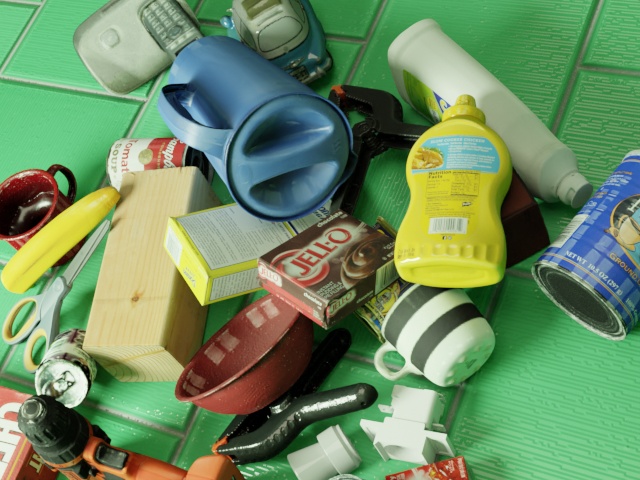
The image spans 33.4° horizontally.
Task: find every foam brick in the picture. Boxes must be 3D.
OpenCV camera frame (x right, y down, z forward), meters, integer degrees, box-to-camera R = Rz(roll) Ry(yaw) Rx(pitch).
[{"bbox_3d":[0.180,-0.021,1.018,0.053,0.078,0.051,-28,52,3],"label":"foam brick"}]

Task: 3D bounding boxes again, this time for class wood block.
[{"bbox_3d":[-0.169,0.034,1.114,0.091,0.090,0.206,-3,59,18],"label":"wood block"}]

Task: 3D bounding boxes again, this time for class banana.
[{"bbox_3d":[-0.289,0.006,1.139,0.198,0.037,0.069,-38,8,33],"label":"banana"}]

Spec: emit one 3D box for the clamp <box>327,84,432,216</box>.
[{"bbox_3d":[0.046,-0.099,1.116,0.164,0.036,0.210,-35,40,-2],"label":"clamp"}]

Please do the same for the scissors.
[{"bbox_3d":[-0.273,0.069,1.131,0.202,0.016,0.096,-35,64,30],"label":"scissors"}]

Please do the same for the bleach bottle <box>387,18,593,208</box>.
[{"bbox_3d":[0.172,-0.119,1.064,0.068,0.102,0.251,-38,54,-9],"label":"bleach bottle"}]

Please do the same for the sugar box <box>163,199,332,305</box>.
[{"bbox_3d":[-0.057,0.002,1.065,0.175,0.048,0.093,-12,47,-31],"label":"sugar box"}]

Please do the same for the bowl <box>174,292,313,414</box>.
[{"bbox_3d":[-0.061,0.114,1.016,0.162,0.055,0.162,-36,15,11],"label":"bowl"}]

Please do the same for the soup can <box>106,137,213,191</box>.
[{"bbox_3d":[-0.181,-0.083,1.202,0.102,0.068,0.068,2,61,23],"label":"soup can"}]

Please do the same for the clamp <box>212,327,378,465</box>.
[{"bbox_3d":[-0.026,0.151,1.011,0.171,0.039,0.120,-29,22,11],"label":"clamp"}]

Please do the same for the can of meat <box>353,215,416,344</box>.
[{"bbox_3d":[0.061,0.040,1.041,0.084,0.057,0.102,-42,55,-4],"label":"can of meat"}]

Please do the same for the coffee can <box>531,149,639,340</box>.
[{"bbox_3d":[0.272,0.004,0.951,0.103,0.102,0.140,36,78,34],"label":"coffee can"}]

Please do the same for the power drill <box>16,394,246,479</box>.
[{"bbox_3d":[-0.169,0.201,0.967,0.188,0.184,0.057,15,67,17],"label":"power drill"}]

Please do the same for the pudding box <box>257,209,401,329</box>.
[{"bbox_3d":[0.012,0.024,0.983,0.090,0.039,0.113,31,45,33],"label":"pudding box"}]

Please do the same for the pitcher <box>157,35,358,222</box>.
[{"bbox_3d":[-0.083,-0.129,1.097,0.145,0.149,0.243,-35,36,-6],"label":"pitcher"}]

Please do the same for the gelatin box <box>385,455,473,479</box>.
[{"bbox_3d":[0.101,0.239,0.921,0.073,0.030,0.089,-18,55,11],"label":"gelatin box"}]

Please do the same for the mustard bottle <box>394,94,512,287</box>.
[{"bbox_3d":[0.125,-0.052,0.974,0.096,0.058,0.191,0,60,17],"label":"mustard bottle"}]

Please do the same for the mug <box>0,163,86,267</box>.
[{"bbox_3d":[-0.314,-0.031,1.214,0.093,0.081,0.117,11,65,26],"label":"mug"}]
